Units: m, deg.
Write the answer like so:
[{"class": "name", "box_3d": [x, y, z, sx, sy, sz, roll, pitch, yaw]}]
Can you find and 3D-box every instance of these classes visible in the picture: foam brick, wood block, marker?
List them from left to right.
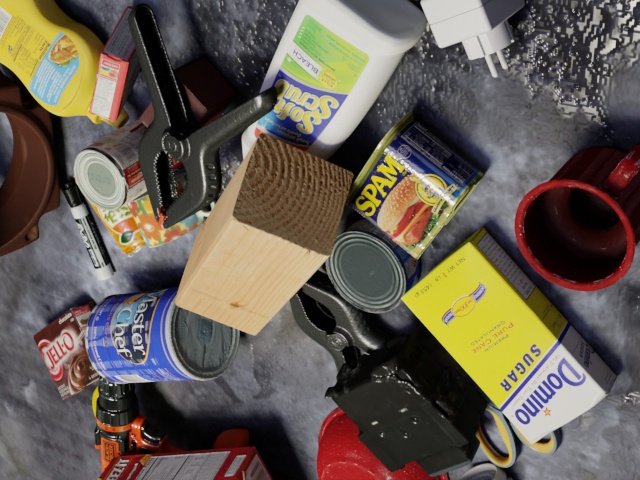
[{"class": "marker", "box_3d": [-0.266, -0.012, 1.219, 0.020, 0.020, 0.121, -2, 115, 38]}, {"class": "foam brick", "box_3d": [-0.126, -0.128, 1.019, 0.053, 0.051, 0.078, 47, 134, 3]}, {"class": "wood block", "box_3d": [-0.057, 0.002, 0.970, 0.090, 0.090, 0.206, 22, 151, -11]}]

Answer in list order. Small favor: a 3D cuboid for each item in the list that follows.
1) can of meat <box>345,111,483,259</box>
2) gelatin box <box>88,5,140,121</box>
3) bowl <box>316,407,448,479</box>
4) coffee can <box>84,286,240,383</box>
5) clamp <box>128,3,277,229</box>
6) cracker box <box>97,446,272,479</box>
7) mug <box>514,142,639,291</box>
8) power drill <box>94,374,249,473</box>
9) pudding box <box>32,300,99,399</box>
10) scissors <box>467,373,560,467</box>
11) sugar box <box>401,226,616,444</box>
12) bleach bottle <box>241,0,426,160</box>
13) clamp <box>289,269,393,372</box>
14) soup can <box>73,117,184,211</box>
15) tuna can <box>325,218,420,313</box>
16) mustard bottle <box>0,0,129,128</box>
[{"class": "can of meat", "box_3d": [0.079, -0.045, 0.916, 0.084, 0.057, 0.102, 39, 134, 6]}, {"class": "gelatin box", "box_3d": [-0.190, -0.169, 1.016, 0.030, 0.089, 0.073, 19, 133, -6]}, {"class": "bowl", "box_3d": [0.053, 0.255, 1.124, 0.162, 0.055, 0.162, 18, 126, 26]}, {"class": "coffee can", "box_3d": [-0.173, 0.103, 1.163, 0.141, 0.102, 0.103, -9, 111, 40]}, {"class": "clamp", "box_3d": [-0.130, -0.102, 0.975, 0.165, 0.036, 0.210, 41, 134, 16]}, {"class": "cracker box", "box_3d": [-0.137, 0.323, 1.214, 0.214, 0.072, 0.164, -11, 116, 32]}, {"class": "mug", "box_3d": [0.211, -0.029, 0.809, 0.093, 0.081, 0.117, 37, 133, 12]}, {"class": "power drill", "box_3d": [-0.179, 0.235, 1.260, 0.188, 0.057, 0.184, 16, 126, 16]}, {"class": "pudding box", "box_3d": [-0.299, 0.136, 1.312, 0.114, 0.039, 0.090, -32, 84, 42]}, {"class": "scissors", "box_3d": [0.165, 0.127, 0.988, 0.096, 0.016, 0.202, 0, 117, 35]}, {"class": "sugar box", "box_3d": [0.164, 0.085, 0.934, 0.176, 0.048, 0.093, 49, 124, 4]}, {"class": "bleach bottle", "box_3d": [-0.005, -0.115, 0.931, 0.102, 0.068, 0.251, 38, 136, 9]}, {"class": "clamp", "box_3d": [0.023, 0.099, 1.061, 0.171, 0.039, 0.120, 45, 129, 1]}, {"class": "soup can", "box_3d": [-0.186, -0.080, 1.058, 0.069, 0.102, 0.068, 18, 127, 26]}, {"class": "tuna can", "box_3d": [0.049, 0.023, 0.995, 0.086, 0.033, 0.086, 19, 126, 27]}, {"class": "mustard bottle", "box_3d": [-0.267, -0.184, 1.083, 0.191, 0.058, 0.096, 44, 120, 6]}]
